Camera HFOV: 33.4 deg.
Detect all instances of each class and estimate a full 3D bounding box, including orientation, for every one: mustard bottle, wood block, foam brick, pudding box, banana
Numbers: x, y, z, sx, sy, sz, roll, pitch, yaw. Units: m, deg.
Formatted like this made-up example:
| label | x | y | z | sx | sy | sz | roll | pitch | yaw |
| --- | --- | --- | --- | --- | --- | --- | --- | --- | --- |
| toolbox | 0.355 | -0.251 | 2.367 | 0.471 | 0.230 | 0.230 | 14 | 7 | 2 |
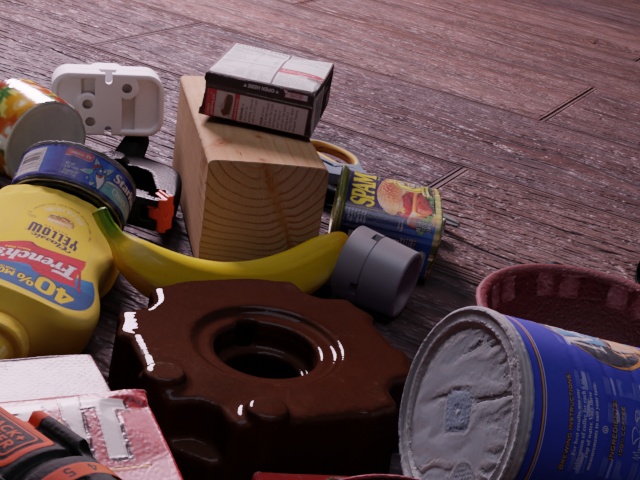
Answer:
| label | x | y | z | sx | sy | sz | roll | pitch | yaw |
| --- | --- | --- | --- | --- | --- | --- | --- | --- | --- |
| mustard bottle | -0.181 | 0.031 | 0.651 | 0.096 | 0.058 | 0.191 | 26 | 23 | -10 |
| wood block | -0.063 | -0.058 | 0.861 | 0.090 | 0.091 | 0.206 | 3 | 24 | -15 |
| foam brick | -0.147 | 0.094 | 0.534 | 0.078 | 0.051 | 0.053 | -2 | 25 | -25 |
| pudding box | -0.040 | -0.122 | 0.854 | 0.090 | 0.039 | 0.113 | 12 | 21 | 3 |
| banana | -0.058 | 0.019 | 0.726 | 0.197 | 0.069 | 0.037 | 6 | -11 | -33 |

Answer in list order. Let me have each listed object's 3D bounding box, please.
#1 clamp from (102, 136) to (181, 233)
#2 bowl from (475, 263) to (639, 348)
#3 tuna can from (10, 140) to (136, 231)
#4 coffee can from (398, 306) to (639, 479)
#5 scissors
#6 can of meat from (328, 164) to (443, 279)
| label | x | y | z | sx | sy | sz | roll | pitch | yaw |
| --- | --- | --- | --- | --- | --- | --- | --- | --- | --- |
| clamp | -0.186 | -0.054 | 0.872 | 0.164 | 0.036 | 0.210 | -6 | 24 | -29 |
| bowl | 0.176 | 0.075 | 0.697 | 0.162 | 0.055 | 0.162 | 8 | 24 | -4 |
| tuna can | -0.177 | -0.032 | 0.762 | 0.086 | 0.086 | 0.033 | 11 | 57 | 3 |
| coffee can | 0.124 | 0.096 | 0.532 | 0.140 | 0.103 | 0.103 | 14 | 20 | -24 |
| scissors | 0.029 | -0.050 | 0.974 | 0.096 | 0.016 | 0.202 | -8 | 29 | -31 |
| can of meat | 0.050 | -0.014 | 0.849 | 0.084 | 0.057 | 0.102 | 13 | 24 | -1 |
